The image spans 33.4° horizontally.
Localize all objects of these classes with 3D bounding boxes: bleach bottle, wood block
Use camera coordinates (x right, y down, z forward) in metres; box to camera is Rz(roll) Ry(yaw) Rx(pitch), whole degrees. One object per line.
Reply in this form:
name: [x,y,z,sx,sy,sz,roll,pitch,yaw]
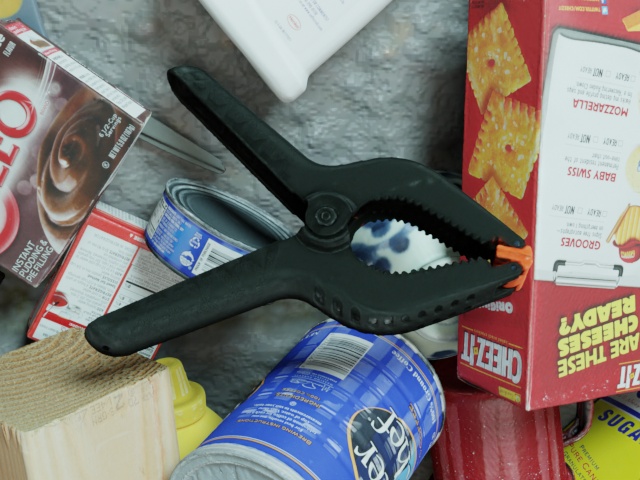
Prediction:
bleach bottle: [0.046,-0.189,0.556,0.251,0.068,0.102,-39,114,3]
wood block: [-0.132,0.165,0.587,0.090,0.091,0.206,-22,117,-41]

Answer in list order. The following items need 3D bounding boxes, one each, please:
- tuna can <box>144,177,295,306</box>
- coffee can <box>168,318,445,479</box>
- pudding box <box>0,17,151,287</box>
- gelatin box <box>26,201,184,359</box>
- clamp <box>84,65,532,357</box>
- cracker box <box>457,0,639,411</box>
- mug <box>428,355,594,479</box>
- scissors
tuna can: [-0.054,0.001,0.594,0.086,0.086,0.034,24,105,-17]
coffee can: [-0.004,0.119,0.589,0.103,0.140,0.103,14,121,24]
pudding box: [-0.155,-0.045,0.563,0.090,0.039,0.113,35,104,-7]
gelatin box: [-0.120,0.030,0.624,0.073,0.030,0.089,25,104,-18]
clamp: [-0.005,0.004,0.525,0.210,0.036,0.164,16,65,8]
cracker box: [0.160,-0.028,0.590,0.163,0.072,0.214,-5,102,-28]
mug: [0.118,0.112,0.663,0.117,0.093,0.081,-14,107,-15]
scissors: [-0.137,-0.104,0.580,0.201,0.016,0.096,14,108,-14]
